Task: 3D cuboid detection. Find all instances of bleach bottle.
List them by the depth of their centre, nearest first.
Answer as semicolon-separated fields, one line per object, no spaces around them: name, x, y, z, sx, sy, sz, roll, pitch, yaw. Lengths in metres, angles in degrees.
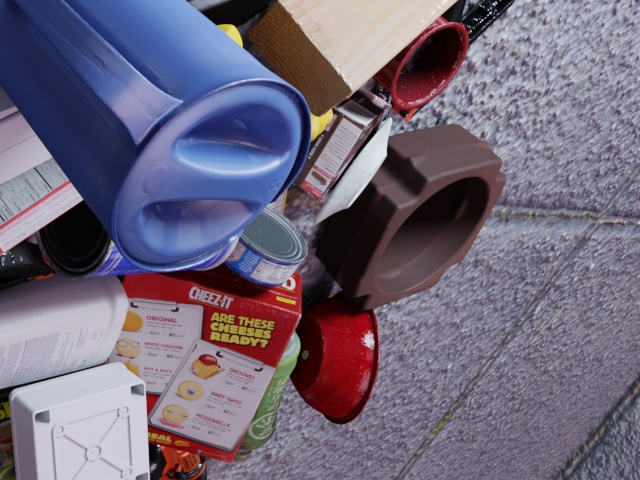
bleach bottle;-0.288;0.085;0.882;0.250;0.068;0.103;-12;141;-42

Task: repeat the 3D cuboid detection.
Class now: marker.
marker;0.063;-0.140;1.084;0.020;0.020;0.121;-27;148;-29

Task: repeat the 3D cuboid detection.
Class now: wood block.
wood block;0.053;-0.203;0.853;0.206;0.090;0.091;-43;-173;-19

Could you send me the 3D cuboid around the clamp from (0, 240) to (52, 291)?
clamp;-0.295;0.034;0.803;0.165;0.036;0.209;-26;173;27

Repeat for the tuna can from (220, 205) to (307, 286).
tuna can;-0.056;0.001;0.950;0.085;0.086;0.034;-1;134;-52

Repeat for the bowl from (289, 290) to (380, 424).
bowl;0.005;0.135;1.260;0.055;0.162;0.162;8;126;-28

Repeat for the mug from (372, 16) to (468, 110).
mug;0.074;-0.187;0.969;0.093;0.082;0.117;-34;150;-18

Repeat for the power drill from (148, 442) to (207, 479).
power drill;-0.218;0.295;1.262;0.187;0.057;0.184;-36;147;-21

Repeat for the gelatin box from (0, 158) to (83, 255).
gelatin box;-0.221;-0.042;0.786;0.089;0.073;0.030;-37;151;-14

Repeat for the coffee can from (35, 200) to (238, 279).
coffee can;-0.148;-0.023;0.876;0.140;0.103;0.103;-3;131;-51

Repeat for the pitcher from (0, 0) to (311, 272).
pitcher;-0.130;-0.109;0.635;0.144;0.243;0.149;-20;143;-37

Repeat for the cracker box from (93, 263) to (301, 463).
cracker box;-0.128;0.106;1.026;0.164;0.072;0.214;16;124;-11

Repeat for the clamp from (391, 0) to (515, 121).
clamp;0.120;-0.196;1.063;0.172;0.039;0.120;-54;149;17

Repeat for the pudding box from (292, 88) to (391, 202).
pudding box;0.021;-0.094;1.029;0.090;0.039;0.113;-58;173;23
